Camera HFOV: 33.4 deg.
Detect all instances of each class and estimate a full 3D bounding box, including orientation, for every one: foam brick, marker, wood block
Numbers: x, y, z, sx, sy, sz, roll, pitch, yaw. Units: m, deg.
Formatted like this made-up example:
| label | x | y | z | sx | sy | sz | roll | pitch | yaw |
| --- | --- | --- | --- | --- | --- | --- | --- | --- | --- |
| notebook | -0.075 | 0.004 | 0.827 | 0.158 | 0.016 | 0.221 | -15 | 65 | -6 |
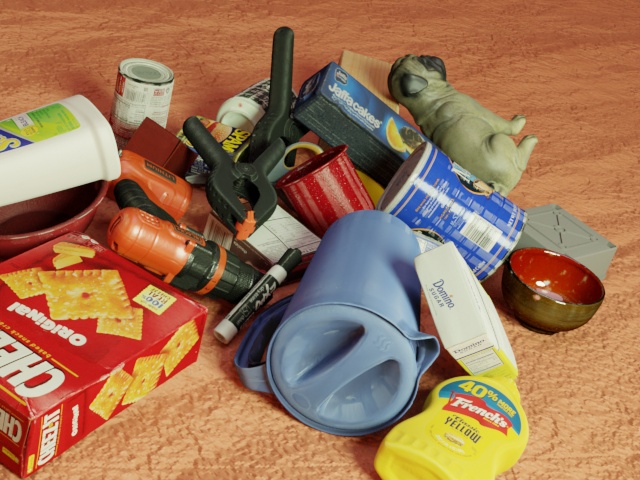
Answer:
| label | x | y | z | sx | sy | sz | roll | pitch | yaw |
| --- | --- | --- | --- | --- | --- | --- | --- | --- | --- |
| foam brick | -0.179 | -0.096 | 1.192 | 0.051 | 0.053 | 0.078 | 36 | -2 | 10 |
| marker | -0.058 | 0.051 | 1.030 | 0.020 | 0.020 | 0.121 | 30 | 62 | 23 |
| wood block | 0.053 | -0.174 | 1.452 | 0.091 | 0.090 | 0.206 | 16 | 29 | -3 |

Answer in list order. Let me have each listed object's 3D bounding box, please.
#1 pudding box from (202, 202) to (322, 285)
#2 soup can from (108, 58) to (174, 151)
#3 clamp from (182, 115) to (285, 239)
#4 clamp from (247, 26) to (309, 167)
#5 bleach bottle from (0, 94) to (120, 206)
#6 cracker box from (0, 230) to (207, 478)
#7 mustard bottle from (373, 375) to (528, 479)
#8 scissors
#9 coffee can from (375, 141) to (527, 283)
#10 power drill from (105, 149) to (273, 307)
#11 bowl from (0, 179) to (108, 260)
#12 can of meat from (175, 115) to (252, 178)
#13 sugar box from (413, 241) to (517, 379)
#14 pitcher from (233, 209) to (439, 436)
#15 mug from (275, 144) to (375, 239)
| label | x | y | z | sx | sy | sz | roll | pitch | yaw |
| --- | --- | --- | --- | --- | --- | --- | --- | --- | --- |
| pudding box | -0.058 | 0.001 | 1.152 | 0.089 | 0.039 | 0.114 | -14 | 44 | -43 |
| soup can | -0.216 | -0.157 | 1.274 | 0.068 | 0.102 | 0.068 | 12 | 30 | -7 |
| clamp | -0.079 | -0.068 | 1.152 | 0.120 | 0.039 | 0.171 | 1 | 48 | -24 |
| clamp | -0.044 | -0.131 | 1.306 | 0.036 | 0.164 | 0.210 | 4 | 65 | 22 |
| bleach bottle | -0.322 | -0.062 | 0.995 | 0.250 | 0.068 | 0.103 | -22 | 38 | -22 |
| cracker box | -0.225 | 0.082 | 0.897 | 0.164 | 0.072 | 0.213 | 29 | 32 | 21 |
| mustard bottle | 0.131 | 0.169 | 0.943 | 0.096 | 0.058 | 0.191 | 30 | 32 | 19 |
| scissors | -0.062 | -0.057 | 1.220 | 0.201 | 0.096 | 0.016 | -26 | 8 | -41 |
| coffee can | 0.146 | -0.031 | 1.204 | 0.140 | 0.103 | 0.102 | 34 | 29 | -7 |
| power drill | -0.144 | -0.011 | 1.078 | 0.184 | 0.057 | 0.188 | 30 | 12 | -34 |
| bowl | -0.285 | -0.027 | 1.045 | 0.162 | 0.055 | 0.162 | -1 | 35 | 1 |
| can of meat | -0.127 | -0.104 | 1.276 | 0.084 | 0.057 | 0.102 | 18 | 29 | 8 |
| sugar box | 0.137 | 0.074 | 0.991 | 0.176 | 0.048 | 0.093 | 41 | 28 | -61 |
| pitcher | 0.025 | 0.065 | 1.012 | 0.149 | 0.145 | 0.242 | 29 | 26 | -4 |
| mug | 0.010 | -0.054 | 1.210 | 0.081 | 0.093 | 0.117 | 60 | 15 | -13 |
